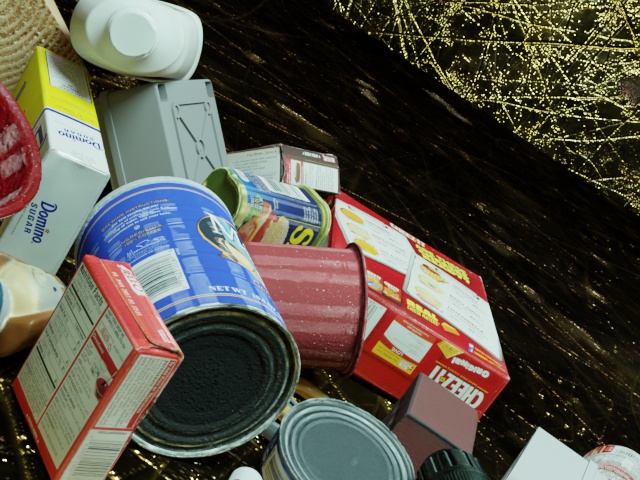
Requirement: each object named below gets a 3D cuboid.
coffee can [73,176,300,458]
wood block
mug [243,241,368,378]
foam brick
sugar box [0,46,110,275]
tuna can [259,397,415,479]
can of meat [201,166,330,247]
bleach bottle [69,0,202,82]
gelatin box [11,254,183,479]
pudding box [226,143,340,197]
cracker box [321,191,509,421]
[{"bbox_3d":[-0.081,0.040,0.618,0.102,0.103,0.140,22,21,-32],"label":"coffee can"},{"bbox_3d":[-0.265,-0.185,0.868,0.206,0.090,0.090,55,-6,50],"label":"wood block"},{"bbox_3d":[-0.022,0.047,0.730,0.081,0.093,0.117,5,-17,-12],"label":"mug"},{"bbox_3d":[0.069,0.134,0.719,0.051,0.053,0.078,34,17,2],"label":"foam brick"},{"bbox_3d":[-0.184,-0.052,0.698,0.048,0.093,0.176,24,19,-26],"label":"sugar box"},{"bbox_3d":[0.009,0.134,0.611,0.086,0.034,0.086,20,33,-14],"label":"tuna can"},{"bbox_3d":[-0.055,0.001,0.774,0.083,0.102,0.057,14,25,-42],"label":"can of meat"},{"bbox_3d":[-0.132,-0.150,0.794,0.102,0.068,0.251,11,8,-12],"label":"bleach bottle"},{"bbox_3d":[-0.111,0.064,0.524,0.030,0.089,0.073,17,24,-43],"label":"gelatin box"},{"bbox_3d":[-0.053,-0.055,0.933,0.114,0.039,0.089,-8,-7,33],"label":"pudding box"},{"bbox_3d":[0.061,0.053,0.892,0.164,0.072,0.213,32,17,-8],"label":"cracker box"}]
